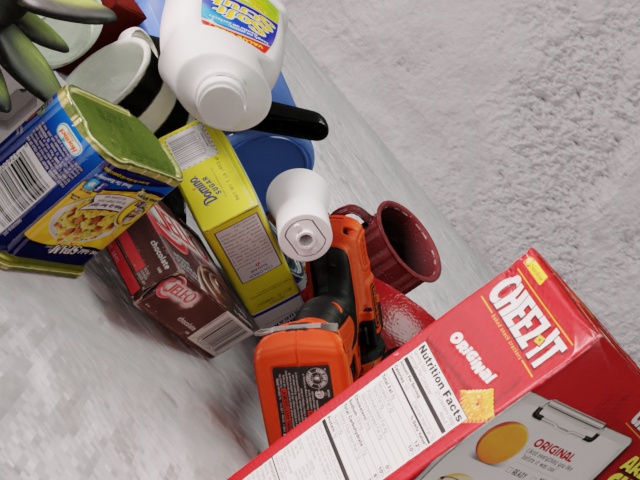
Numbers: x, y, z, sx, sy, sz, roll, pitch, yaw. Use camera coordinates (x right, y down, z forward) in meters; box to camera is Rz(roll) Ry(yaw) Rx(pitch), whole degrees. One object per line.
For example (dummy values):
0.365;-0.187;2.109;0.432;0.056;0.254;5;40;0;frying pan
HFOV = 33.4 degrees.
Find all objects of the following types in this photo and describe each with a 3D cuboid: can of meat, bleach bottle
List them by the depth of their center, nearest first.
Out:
-0.132;-0.030;0.564;0.057;0.084;0.102;54;11;15;can of meat
-0.066;-0.132;0.762;0.102;0.068;0.251;30;20;-19;bleach bottle

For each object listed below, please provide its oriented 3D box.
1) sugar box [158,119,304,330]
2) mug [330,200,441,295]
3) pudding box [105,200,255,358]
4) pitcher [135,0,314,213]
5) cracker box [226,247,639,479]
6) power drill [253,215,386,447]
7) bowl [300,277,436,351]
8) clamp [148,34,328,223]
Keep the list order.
-0.055;0.001;0.761;0.093;0.048;0.176;61;-6;36;sugar box
0.051;0.013;1.050;0.117;0.082;0.093;42;31;-20;mug
-0.093;0.016;0.657;0.090;0.039;0.113;57;2;30;pudding box
-0.102;-0.140;0.986;0.145;0.149;0.243;75;-8;-50;pitcher
0.065;0.124;0.513;0.164;0.214;0.072;42;14;-40;cracker box
0.008;0.092;0.711;0.187;0.057;0.184;-65;146;-71;power drill
0.049;0.073;0.884;0.162;0.055;0.162;33;-10;6;bowl
-0.107;-0.111;0.865;0.210;0.164;0.036;48;-31;24;clamp
